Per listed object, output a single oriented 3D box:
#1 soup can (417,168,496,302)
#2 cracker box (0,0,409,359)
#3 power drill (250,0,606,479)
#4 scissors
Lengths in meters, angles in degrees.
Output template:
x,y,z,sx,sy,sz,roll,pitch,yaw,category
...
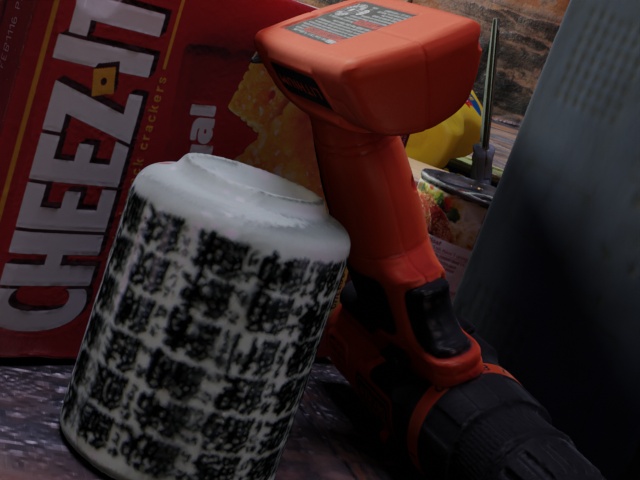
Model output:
x,y,z,sx,sy,sz,roll,pitch,yaw,category
0.068,0.022,0.555,0.068,0.102,0.068,18,12,-4,soup can
-0.058,-0.034,0.463,0.213,0.164,0.072,6,16,-46,cracker box
0.038,0.010,0.401,0.057,0.187,0.185,-21,25,-17,power drill
0.112,-0.040,0.731,0.016,0.202,0.096,2,37,0,scissors
